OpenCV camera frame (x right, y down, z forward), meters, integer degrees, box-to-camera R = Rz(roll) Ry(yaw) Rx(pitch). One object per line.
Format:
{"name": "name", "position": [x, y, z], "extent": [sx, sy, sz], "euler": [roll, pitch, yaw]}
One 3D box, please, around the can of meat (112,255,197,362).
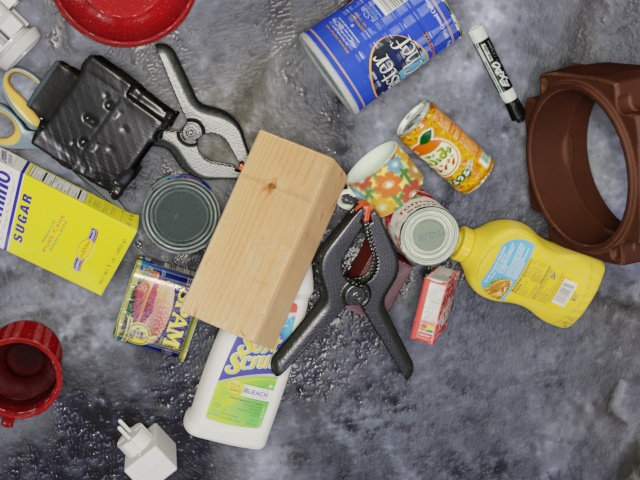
{"name": "can of meat", "position": [-0.178, 0.074, 1.191], "extent": [0.084, 0.057, 0.102], "euler": [18, 101, -10]}

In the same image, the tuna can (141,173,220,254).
{"name": "tuna can", "position": [-0.154, -0.030, 1.178], "extent": [0.086, 0.034, 0.086], "euler": [-2, 105, -8]}

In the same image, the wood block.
{"name": "wood block", "position": [-0.057, 0.001, 1.132], "extent": [0.091, 0.090, 0.206], "euler": [23, 85, 14]}

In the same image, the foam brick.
{"name": "foam brick", "position": [0.062, 0.045, 1.221], "extent": [0.053, 0.051, 0.078], "euler": [25, 100, -14]}

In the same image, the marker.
{"name": "marker", "position": [0.200, -0.186, 1.196], "extent": [0.020, 0.020, 0.121], "euler": [-30, 107, 0]}

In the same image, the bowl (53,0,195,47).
{"name": "bowl", "position": [-0.202, -0.277, 1.094], "extent": [0.162, 0.055, 0.162], "euler": [-2, 105, -7]}

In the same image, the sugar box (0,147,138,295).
{"name": "sugar box", "position": [-0.294, -0.021, 1.148], "extent": [0.176, 0.048, 0.093], "euler": [26, 110, -16]}

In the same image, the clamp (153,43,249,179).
{"name": "clamp", "position": [-0.139, -0.130, 1.152], "extent": [0.171, 0.039, 0.120], "euler": [26, 105, -11]}

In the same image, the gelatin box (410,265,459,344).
{"name": "gelatin box", "position": [0.132, 0.072, 1.220], "extent": [0.030, 0.089, 0.073], "euler": [16, 102, 14]}

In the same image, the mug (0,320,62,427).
{"name": "mug", "position": [-0.331, 0.148, 1.174], "extent": [0.093, 0.081, 0.117], "euler": [11, 103, -11]}

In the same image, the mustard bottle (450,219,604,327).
{"name": "mustard bottle", "position": [0.224, 0.028, 1.236], "extent": [0.191, 0.058, 0.096], "euler": [21, 114, -13]}

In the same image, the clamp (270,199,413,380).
{"name": "clamp", "position": [0.045, 0.062, 1.175], "extent": [0.164, 0.036, 0.210], "euler": [10, 103, -17]}

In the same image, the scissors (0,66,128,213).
{"name": "scissors", "position": [-0.296, -0.089, 1.151], "extent": [0.096, 0.016, 0.201], "euler": [-27, 107, 1]}

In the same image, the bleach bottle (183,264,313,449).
{"name": "bleach bottle", "position": [-0.075, 0.106, 1.213], "extent": [0.102, 0.068, 0.251], "euler": [15, 100, -10]}

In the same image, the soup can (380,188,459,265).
{"name": "soup can", "position": [0.109, -0.017, 1.185], "extent": [0.068, 0.102, 0.068], "euler": [-2, 105, -8]}

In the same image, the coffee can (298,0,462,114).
{"name": "coffee can", "position": [0.063, -0.214, 1.125], "extent": [0.140, 0.103, 0.102], "euler": [-36, 107, 2]}
